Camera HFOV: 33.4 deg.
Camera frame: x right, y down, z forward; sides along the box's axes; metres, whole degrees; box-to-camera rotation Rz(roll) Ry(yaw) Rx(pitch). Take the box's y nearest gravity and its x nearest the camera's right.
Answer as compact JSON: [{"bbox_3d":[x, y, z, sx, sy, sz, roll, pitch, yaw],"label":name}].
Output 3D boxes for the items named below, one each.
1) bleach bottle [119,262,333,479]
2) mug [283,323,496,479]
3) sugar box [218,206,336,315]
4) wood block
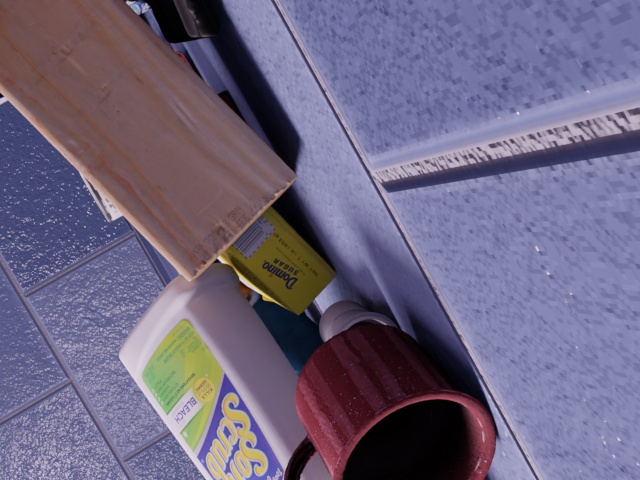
[{"bbox_3d":[-0.028,0.140,0.698,0.251,0.103,0.067,51,-148,17],"label":"bleach bottle"},{"bbox_3d":[0.027,0.107,0.585,0.093,0.117,0.082,44,-175,-34],"label":"mug"},{"bbox_3d":[-0.055,0.001,0.793,0.093,0.048,0.176,45,170,-12],"label":"sugar box"},{"bbox_3d":[-0.118,-0.079,0.648,0.206,0.090,0.091,46,178,-2],"label":"wood block"}]
